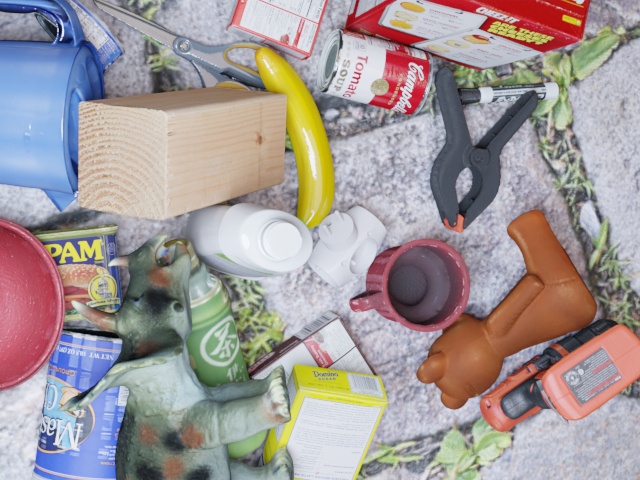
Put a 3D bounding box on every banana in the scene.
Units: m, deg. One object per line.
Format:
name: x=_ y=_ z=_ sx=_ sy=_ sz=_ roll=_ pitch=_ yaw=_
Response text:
banana: x=-0.020 y=-0.098 z=1.069 sx=0.069 sy=0.037 sz=0.198 roll=-22 pitch=103 yaw=-55

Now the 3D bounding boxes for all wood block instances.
wood block: x=-0.117 y=-0.083 z=0.955 sx=0.090 sy=0.205 sz=0.091 roll=9 pitch=104 yaw=25

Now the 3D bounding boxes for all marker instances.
marker: x=0.200 y=-0.159 z=1.155 sx=0.121 sy=0.020 sz=0.020 roll=-6 pitch=92 yaw=-16

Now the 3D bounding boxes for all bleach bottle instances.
bleach bottle: x=-0.056 y=0.001 z=0.960 sx=0.102 sy=0.251 sz=0.068 roll=17 pitch=86 yaw=-16

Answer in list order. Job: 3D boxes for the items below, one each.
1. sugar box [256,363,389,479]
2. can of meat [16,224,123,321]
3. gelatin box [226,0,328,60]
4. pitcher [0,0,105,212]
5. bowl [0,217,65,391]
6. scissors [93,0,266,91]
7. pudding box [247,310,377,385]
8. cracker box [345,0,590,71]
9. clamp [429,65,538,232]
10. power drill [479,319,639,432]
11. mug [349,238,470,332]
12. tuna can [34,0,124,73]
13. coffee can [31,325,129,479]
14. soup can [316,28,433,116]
sugar box: x=-0.006 y=0.206 z=1.044 sx=0.093 sy=0.048 sz=0.176 roll=11 pitch=121 yaw=-17
can of meat: x=-0.239 y=0.032 z=1.009 sx=0.102 sy=0.057 sz=0.084 roll=-6 pitch=95 yaw=-16
gelatin box: x=-0.042 y=-0.232 z=1.077 sx=0.089 sy=0.030 sz=0.073 roll=19 pitch=84 yaw=-16
pitcher: x=-0.314 y=-0.125 z=0.920 sx=0.243 sy=0.145 sz=0.149 roll=5 pitch=63 yaw=2
bowl: x=-0.312 y=0.059 z=0.950 sx=0.162 sy=0.055 sz=0.162 roll=0 pitch=91 yaw=15
scissors: x=-0.132 y=-0.171 z=1.058 sx=0.201 sy=0.016 sz=0.096 roll=10 pitch=88 yaw=-16
pudding box: x=-0.007 y=0.140 z=1.087 sx=0.113 sy=0.039 sz=0.090 roll=-34 pitch=102 yaw=-11
cracker box: x=0.137 y=-0.230 z=1.034 sx=0.164 sy=0.214 sz=0.072 roll=14 pitch=86 yaw=-16
clamp: x=0.152 y=-0.097 z=1.123 sx=0.120 sy=0.039 sz=0.171 roll=21 pitch=90 yaw=-15
power drill: x=0.262 y=0.132 z=1.091 sx=0.184 sy=0.188 sz=0.057 roll=-34 pitch=84 yaw=-12
mug: x=0.084 y=0.049 z=1.089 sx=0.117 sy=0.082 sz=0.093 roll=-21 pitch=94 yaw=-14
tuna can: x=-0.225 y=-0.194 z=0.995 sx=0.086 sy=0.086 sz=0.033 roll=44 pitch=80 yaw=-12
coffee can: x=-0.207 y=0.156 z=0.994 sx=0.102 sy=0.103 sz=0.140 roll=8 pitch=88 yaw=-16
soup can: x=0.055 y=-0.171 z=1.086 sx=0.102 sy=0.069 sz=0.068 roll=12 pitch=87 yaw=-16
